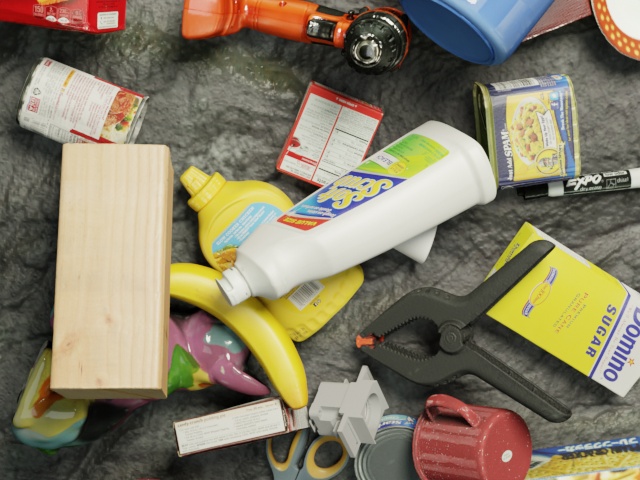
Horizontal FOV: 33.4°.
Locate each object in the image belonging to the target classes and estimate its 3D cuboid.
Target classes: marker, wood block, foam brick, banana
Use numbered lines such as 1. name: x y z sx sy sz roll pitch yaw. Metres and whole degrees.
1. marker: 0.247 -0.053 1.011 0.121 0.020 0.020 -6 106 2
2. wood block: -0.175 0.028 0.915 0.090 0.091 0.206 1 77 -5
3. foam brick: 0.193 -0.213 0.947 0.078 0.053 0.051 -21 105 7
4. banana: -0.082 0.076 0.982 0.198 0.037 0.069 33 81 0

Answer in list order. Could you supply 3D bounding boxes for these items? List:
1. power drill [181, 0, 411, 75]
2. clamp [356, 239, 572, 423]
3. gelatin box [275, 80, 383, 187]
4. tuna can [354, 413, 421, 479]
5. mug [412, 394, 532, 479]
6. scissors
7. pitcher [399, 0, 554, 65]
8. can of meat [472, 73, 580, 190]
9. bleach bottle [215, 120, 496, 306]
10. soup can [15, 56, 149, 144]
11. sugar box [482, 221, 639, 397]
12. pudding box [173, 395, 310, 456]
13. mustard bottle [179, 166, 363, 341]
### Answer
1. power drill: -0.017 -0.180 0.898 0.187 0.184 0.057 13 105 6
2. clamp: 0.133 0.079 0.999 0.210 0.036 0.164 2 92 29
3. gelatin box: 0.008 -0.094 0.993 0.073 0.030 0.089 21 105 -8
4. tuna can: 0.076 0.220 1.081 0.086 0.034 0.086 0 106 0
5. mug: 0.143 0.191 1.025 0.093 0.082 0.117 -48 118 -32
6. scissors: -0.025 0.266 1.103 0.096 0.016 0.202 8 106 -1
7. pitcher: 0.166 -0.269 0.848 0.149 0.145 0.243 37 85 -18
8. can of meat: 0.189 -0.099 0.978 0.084 0.057 0.102 -8 107 0
9. bleach bottle: 0.025 -0.014 0.940 0.250 0.103 0.068 -31 123 -12
10. soup can: -0.215 -0.117 0.965 0.102 0.068 0.068 21 105 -6
11. sugar box: 0.246 0.068 1.032 0.176 0.048 0.093 31 106 -7
12. pudding box: -0.075 0.179 1.032 0.113 0.090 0.039 -17 81 11
13. mustard bottle: -0.057 0.001 1.005 0.191 0.058 0.096 43 103 -12
